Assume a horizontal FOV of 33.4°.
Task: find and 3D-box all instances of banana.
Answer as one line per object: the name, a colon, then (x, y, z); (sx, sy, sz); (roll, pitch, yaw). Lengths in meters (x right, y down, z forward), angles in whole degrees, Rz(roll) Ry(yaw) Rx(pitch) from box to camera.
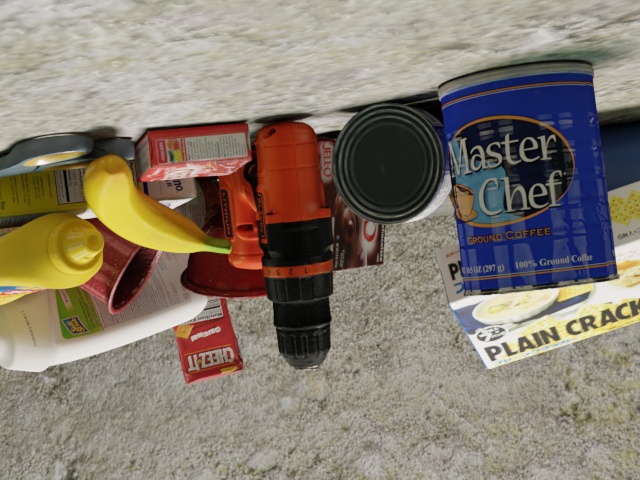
banana: (-0.136, -0.026, 0.809); (0.070, 0.037, 0.197); (-10, 162, 17)

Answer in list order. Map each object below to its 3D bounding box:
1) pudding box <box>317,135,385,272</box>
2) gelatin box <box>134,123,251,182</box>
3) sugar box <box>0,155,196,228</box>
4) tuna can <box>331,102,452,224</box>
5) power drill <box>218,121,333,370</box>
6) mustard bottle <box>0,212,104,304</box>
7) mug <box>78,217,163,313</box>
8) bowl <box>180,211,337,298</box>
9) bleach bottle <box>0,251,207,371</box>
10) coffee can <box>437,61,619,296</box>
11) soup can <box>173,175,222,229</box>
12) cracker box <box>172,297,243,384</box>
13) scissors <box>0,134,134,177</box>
pudding box: (0.022, -0.032, 0.920); (0.039, 0.113, 0.089); (9, -172, 32)
gelatin box: (-0.096, -0.063, 0.789); (0.073, 0.030, 0.089); (-6, 178, -17)
sugar box: (-0.200, -0.041, 0.883); (0.176, 0.048, 0.093); (-10, 178, -22)
tuna can: (0.054, -0.054, 0.761); (0.086, 0.086, 0.033); (-8, 180, 27)
power drill: (-0.034, -0.002, 0.847); (0.057, 0.184, 0.188); (-5, -172, -15)
mustard bottle: (-0.228, 0.015, 0.840); (0.096, 0.058, 0.192); (-8, 176, -43)
mug: (-0.196, 0.008, 0.979); (0.081, 0.093, 0.117); (31, 177, 8)
bowl: (-0.057, 0.001, 1.008); (0.162, 0.055, 0.162); (-7, -163, 2)
bleach bottle: (-0.229, 0.060, 1.026); (0.250, 0.102, 0.068); (-16, 164, -47)
coffee can: (0.137, -0.038, 0.707); (0.103, 0.140, 0.103); (-7, 178, 0)
soup can: (-0.151, -0.030, 1.062); (0.102, 0.068, 0.069); (-6, 178, -29)
cracker box: (-0.145, 0.048, 1.223); (0.072, 0.214, 0.164); (-12, 179, -8)
scissors: (-0.235, -0.054, 0.763); (0.202, 0.016, 0.096); (-7, 177, 2)
